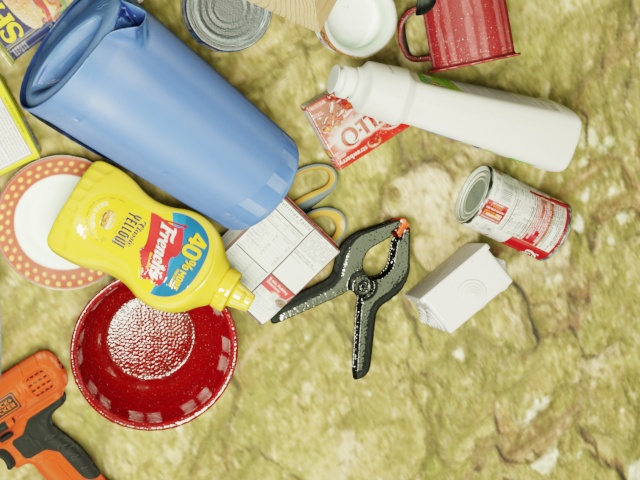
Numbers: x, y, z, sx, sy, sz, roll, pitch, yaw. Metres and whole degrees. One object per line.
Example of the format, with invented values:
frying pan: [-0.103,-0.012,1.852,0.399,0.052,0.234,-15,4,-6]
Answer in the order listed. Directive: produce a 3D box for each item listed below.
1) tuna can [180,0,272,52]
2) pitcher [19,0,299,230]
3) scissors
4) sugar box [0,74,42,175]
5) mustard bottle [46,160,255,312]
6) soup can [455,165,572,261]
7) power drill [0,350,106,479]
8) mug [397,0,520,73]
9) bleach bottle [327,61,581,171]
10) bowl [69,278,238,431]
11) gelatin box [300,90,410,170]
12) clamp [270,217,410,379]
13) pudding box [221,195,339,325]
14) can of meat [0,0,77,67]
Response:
tuna can: [-0.089,-0.223,1.020,0.086,0.034,0.086,-2,101,-13]
pitcher: [-0.144,-0.109,0.967,0.242,0.149,0.145,36,95,-34]
scissors: [-0.057,0.001,1.078,0.201,0.016,0.096,-38,107,-4]
sugar box: [-0.355,-0.080,0.975,0.176,0.048,0.093,-27,105,-4]
mustard bottle: [-0.147,0.012,0.985,0.191,0.058,0.096,29,77,0]
soup can: [0.200,-0.029,1.109,0.102,0.068,0.068,24,94,-16]
power drill: [-0.294,0.225,1.039,0.184,0.057,0.187,-33,106,-6]
mug: [0.133,-0.212,1.056,0.117,0.093,0.081,-9,99,20]
bleach bottle: [0.124,-0.129,1.044,0.250,0.103,0.068,12,104,-20]
bowl: [-0.165,0.102,1.049,0.162,0.055,0.162,-2,101,-13]
gelatin box: [0.036,-0.125,1.071,0.089,0.030,0.073,-32,106,-6]
clamp: [0.044,0.056,1.101,0.171,0.039,0.120,-46,108,-2]
pudding box: [-0.051,0.016,1.055,0.113,0.039,0.090,-45,112,2]
can of meat: [-0.278,-0.222,0.962,0.084,0.057,0.102,-38,107,-8]
